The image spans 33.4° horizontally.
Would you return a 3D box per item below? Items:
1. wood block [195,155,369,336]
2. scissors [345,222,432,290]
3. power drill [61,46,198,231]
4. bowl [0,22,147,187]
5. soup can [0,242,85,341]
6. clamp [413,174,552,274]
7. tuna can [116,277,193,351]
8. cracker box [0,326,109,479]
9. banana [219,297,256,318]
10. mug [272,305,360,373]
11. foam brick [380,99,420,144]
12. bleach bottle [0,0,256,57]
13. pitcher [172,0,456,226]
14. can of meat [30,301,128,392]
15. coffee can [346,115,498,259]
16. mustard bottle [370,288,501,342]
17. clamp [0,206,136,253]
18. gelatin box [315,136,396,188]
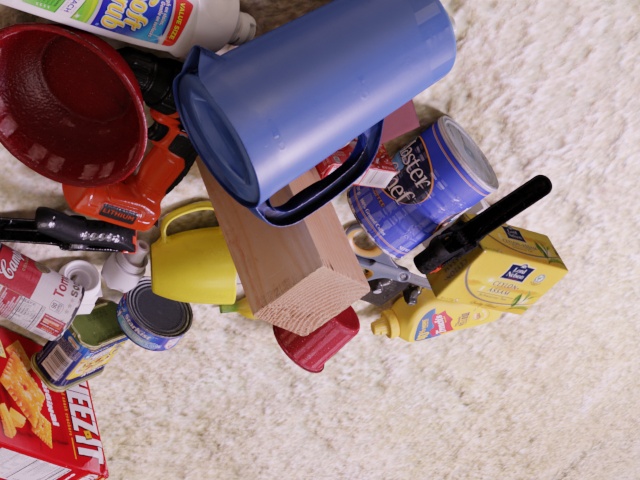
[{"bbox_3d":[-0.041,-0.020,1.074,0.090,0.206,0.090,-36,145,20],"label":"wood block"},{"bbox_3d":[0.101,0.026,1.350,0.201,0.016,0.096,6,124,-13],"label":"scissors"},{"bbox_3d":[-0.167,-0.095,1.027,0.184,0.057,0.188,20,129,-43],"label":"power drill"},{"bbox_3d":[-0.213,-0.125,0.915,0.162,0.055,0.162,12,132,13],"label":"bowl"},{"bbox_3d":[-0.307,0.054,1.112,0.102,0.068,0.069,31,124,-21],"label":"soup can"},{"bbox_3d":[0.152,0.002,1.206,0.164,0.036,0.210,-28,173,-29],"label":"clamp"},{"bbox_3d":[-0.194,0.087,1.248,0.085,0.086,0.034,7,138,-38],"label":"tuna can"},{"bbox_3d":[-0.347,0.195,1.239,0.072,0.164,0.213,-30,147,15],"label":"cracker box"},{"bbox_3d":[-0.043,0.045,1.324,0.069,0.037,0.198,13,133,-43],"label":"banana"},{"bbox_3d":[0.002,0.112,1.414,0.082,0.093,0.117,-44,173,21],"label":"mug"},{"bbox_3d":[0.064,-0.146,1.098,0.051,0.053,0.078,-24,149,2],"label":"foam brick"},{"bbox_3d":[-0.150,-0.210,0.869,0.250,0.068,0.103,10,133,-44],"label":"bleach bottle"},{"bbox_3d":[0.003,-0.133,0.961,0.242,0.145,0.149,-32,164,-18],"label":"pitcher"},{"bbox_3d":[-0.276,0.122,1.252,0.084,0.057,0.101,-46,167,28],"label":"can of meat"},{"bbox_3d":[0.115,-0.059,1.209,0.140,0.103,0.102,-37,145,21],"label":"coffee can"},{"bbox_3d":[0.162,0.101,1.512,0.191,0.058,0.096,-14,146,-13],"label":"mustard bottle"},{"bbox_3d":[-0.265,-0.008,1.096,0.120,0.039,0.171,3,172,32],"label":"clamp"},{"bbox_3d":[0.029,-0.095,1.132,0.089,0.073,0.030,5,137,-35],"label":"gelatin box"}]
